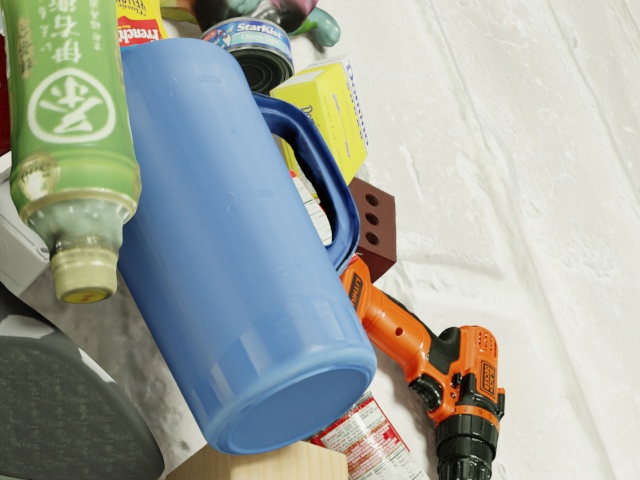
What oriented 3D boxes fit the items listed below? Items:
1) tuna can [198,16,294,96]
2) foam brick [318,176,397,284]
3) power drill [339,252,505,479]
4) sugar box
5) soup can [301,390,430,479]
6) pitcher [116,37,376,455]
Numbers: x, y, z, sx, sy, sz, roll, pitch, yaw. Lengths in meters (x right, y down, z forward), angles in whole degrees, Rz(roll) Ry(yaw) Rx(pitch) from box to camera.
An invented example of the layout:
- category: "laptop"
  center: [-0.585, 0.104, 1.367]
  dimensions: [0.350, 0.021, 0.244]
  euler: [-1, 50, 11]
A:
- category: "tuna can"
  center: [-0.066, -0.151, 0.920]
  dimensions: [0.086, 0.086, 0.034]
  euler: [15, 51, -34]
- category: "foam brick"
  center: [0.030, -0.006, 0.916]
  dimensions: [0.053, 0.051, 0.078]
  euler: [25, 44, -26]
- category: "power drill"
  center: [0.068, 0.109, 0.856]
  dimensions: [0.187, 0.057, 0.184]
  euler: [36, 37, -19]
- category: "sugar box"
  center: [0.006, -0.101, 0.908]
  dimensions: [0.176, 0.048, 0.093]
  euler: [-54, 133, -68]
- category: "soup can"
  center: [0.037, 0.169, 0.766]
  dimensions: [0.068, 0.069, 0.102]
  euler: [-26, 78, -50]
- category: "pitcher"
  center: [-0.054, 0.001, 0.658]
  dimensions: [0.243, 0.149, 0.145]
  euler: [61, 10, 28]
